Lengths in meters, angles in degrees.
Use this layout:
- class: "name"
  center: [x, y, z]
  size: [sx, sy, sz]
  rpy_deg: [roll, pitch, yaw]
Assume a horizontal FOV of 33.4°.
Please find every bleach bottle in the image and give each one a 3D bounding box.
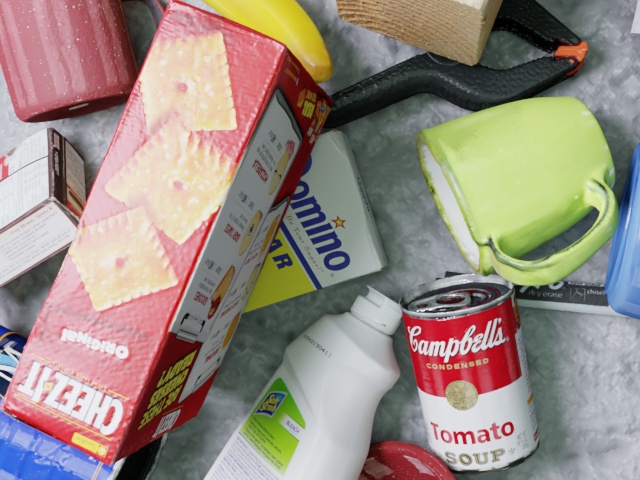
- class: "bleach bottle"
  center: [-0.019, 0.145, 0.645]
  size: [0.103, 0.068, 0.251]
  rpy_deg: [31, 90, 50]

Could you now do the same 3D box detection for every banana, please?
- class: "banana"
  center: [-0.066, -0.159, 0.664]
  size: [0.198, 0.069, 0.037]
  rpy_deg: [35, 124, 7]

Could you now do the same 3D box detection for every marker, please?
- class: "marker"
  center: [0.131, 0.033, 0.659]
  size: [0.121, 0.020, 0.020]
  rpy_deg: [5, 92, 9]

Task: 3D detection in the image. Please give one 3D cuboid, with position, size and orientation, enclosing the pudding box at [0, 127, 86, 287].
- class: "pudding box"
  center: [-0.204, -0.012, 0.678]
  size: [0.113, 0.090, 0.039]
  rpy_deg: [-32, 128, 10]

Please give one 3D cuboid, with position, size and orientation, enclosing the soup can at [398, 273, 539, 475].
- class: "soup can"
  center: [0.089, 0.078, 0.633]
  size: [0.068, 0.068, 0.102]
  rpy_deg: [-10, 104, 9]

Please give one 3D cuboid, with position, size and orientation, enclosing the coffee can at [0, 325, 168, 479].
- class: "coffee can"
  center: [-0.179, 0.120, 0.670]
  size: [0.140, 0.102, 0.103]
  rpy_deg: [24, 95, 8]

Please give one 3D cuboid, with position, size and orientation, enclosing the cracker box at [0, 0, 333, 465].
- class: "cracker box"
  center: [-0.074, -0.003, 0.573]
  size: [0.072, 0.164, 0.214]
  rpy_deg: [24, 92, 8]

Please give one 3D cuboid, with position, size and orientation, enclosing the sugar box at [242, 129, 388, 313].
- class: "sugar box"
  center: [-0.055, 0.001, 0.676]
  size: [0.176, 0.048, 0.093]
  rpy_deg: [-19, 88, 10]

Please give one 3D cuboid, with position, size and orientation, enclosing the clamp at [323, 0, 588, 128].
- class: "clamp"
  center: [0.072, -0.112, 0.656]
  size: [0.171, 0.039, 0.120]
  rpy_deg: [17, 94, 13]

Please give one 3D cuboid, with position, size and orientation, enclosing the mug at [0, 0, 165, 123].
- class: "mug"
  center: [-0.150, -0.125, 0.675]
  size: [0.117, 0.093, 0.081]
  rpy_deg: [-16, 94, -27]
